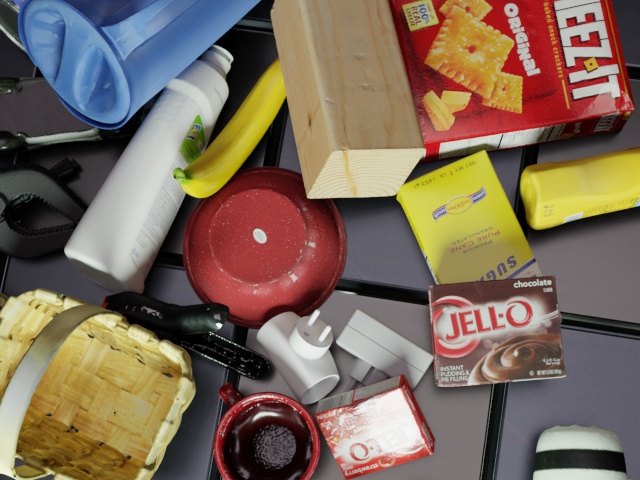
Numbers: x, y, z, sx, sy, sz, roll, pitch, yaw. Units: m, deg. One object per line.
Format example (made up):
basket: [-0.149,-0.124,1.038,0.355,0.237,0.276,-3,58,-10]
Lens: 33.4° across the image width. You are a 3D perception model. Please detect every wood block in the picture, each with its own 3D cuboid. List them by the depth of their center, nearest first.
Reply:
wood block: [0.021,-0.151,0.986,0.090,0.091,0.206,-3,66,-18]

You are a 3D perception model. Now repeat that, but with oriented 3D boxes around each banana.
banana: [-0.078,-0.102,1.022,0.037,0.070,0.197,34,57,2]

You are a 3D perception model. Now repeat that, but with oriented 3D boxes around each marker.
marker: [-0.295,-0.047,1.061,0.121,0.020,0.020,-31,78,-1]

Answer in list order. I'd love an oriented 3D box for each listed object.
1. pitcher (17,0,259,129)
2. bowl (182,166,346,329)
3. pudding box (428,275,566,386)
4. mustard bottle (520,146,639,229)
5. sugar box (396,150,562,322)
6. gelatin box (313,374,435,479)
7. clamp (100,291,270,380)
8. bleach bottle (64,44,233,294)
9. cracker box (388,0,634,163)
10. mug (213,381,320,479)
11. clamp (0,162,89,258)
pitcher: [-0.142,-0.221,0.981,0.149,0.145,0.242,30,55,20]
bowl: [-0.057,0.001,1.013,0.162,0.055,0.162,-1,79,4]
pudding box: [0.155,0.081,0.944,0.113,0.039,0.090,-5,81,3]
mustard bottle: [0.283,-0.056,0.973,0.191,0.096,0.058,-11,78,3]
sugar box: [0.147,0.015,0.997,0.093,0.048,0.176,-24,77,0]
gelatin box: [0.049,0.168,0.959,0.089,0.030,0.073,-20,107,18]
clamp: [-0.129,0.086,0.990,0.172,0.120,0.039,8,55,35]
bleach bottle: [-0.151,-0.074,1.024,0.068,0.102,0.250,23,74,12]
cracker box: [0.173,-0.174,1.018,0.213,0.072,0.164,-9,79,2]
mug: [-0.052,0.176,0.965,0.093,0.081,0.117,-42,79,-4]
clamp: [-0.316,-0.045,1.026,0.210,0.036,0.164,6,105,-6]
